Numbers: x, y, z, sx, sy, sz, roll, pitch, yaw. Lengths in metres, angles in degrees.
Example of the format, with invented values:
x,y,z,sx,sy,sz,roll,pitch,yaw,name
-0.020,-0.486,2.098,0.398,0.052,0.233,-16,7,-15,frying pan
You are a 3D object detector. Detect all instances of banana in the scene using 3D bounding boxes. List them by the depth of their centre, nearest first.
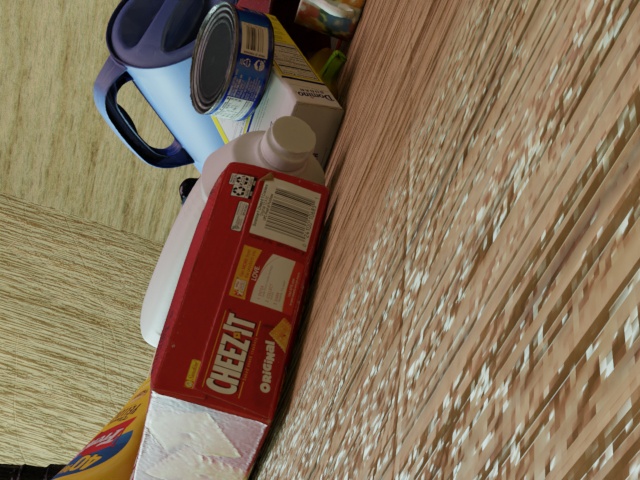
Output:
x,y,z,sx,sy,sz,roll,pitch,yaw,name
-0.002,-0.129,0.907,0.070,0.037,0.198,-49,11,7,banana

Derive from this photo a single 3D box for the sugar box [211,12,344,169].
x,y,z,sx,sy,sz,roll,pitch,yaw,name
-0.040,-0.104,0.832,0.176,0.048,0.093,58,135,49,sugar box

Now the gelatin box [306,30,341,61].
x,y,z,sx,sy,sz,roll,pitch,yaw,name
0.007,-0.214,1.088,0.073,0.030,0.089,-120,48,-83,gelatin box

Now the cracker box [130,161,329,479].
x,y,z,sx,sy,sz,roll,pitch,yaw,name
-0.064,0.081,0.655,0.214,0.072,0.164,113,173,-52,cracker box

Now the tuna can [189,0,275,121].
x,y,z,sx,sy,sz,roll,pitch,yaw,name
-0.067,-0.134,0.801,0.086,0.033,0.086,-28,57,57,tuna can

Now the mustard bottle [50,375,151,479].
x,y,z,sx,sy,sz,roll,pitch,yaw,name
-0.146,0.164,0.764,0.096,0.058,0.191,-25,14,41,mustard bottle

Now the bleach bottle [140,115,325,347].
x,y,z,sx,sy,sz,roll,pitch,yaw,name
-0.052,0.002,0.746,0.251,0.102,0.068,124,155,-51,bleach bottle

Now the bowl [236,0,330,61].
x,y,z,sx,sy,sz,roll,pitch,yaw,name
-0.042,-0.180,0.986,0.162,0.055,0.162,4,-90,-71,bowl

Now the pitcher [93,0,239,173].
x,y,z,sx,sy,sz,roll,pitch,yaw,name
-0.114,-0.140,1.078,0.242,0.149,0.145,62,-153,-51,pitcher
